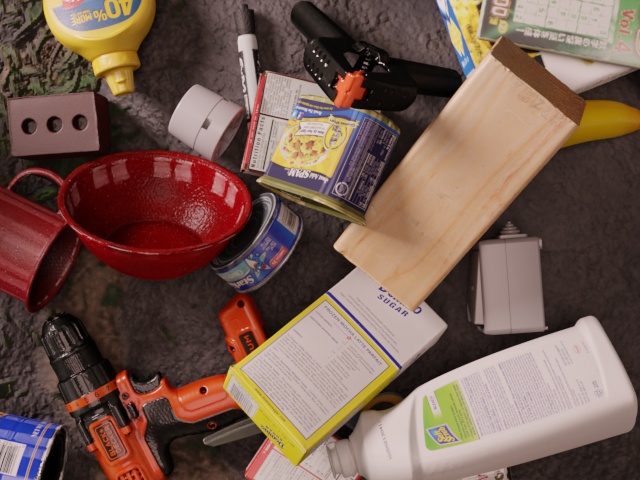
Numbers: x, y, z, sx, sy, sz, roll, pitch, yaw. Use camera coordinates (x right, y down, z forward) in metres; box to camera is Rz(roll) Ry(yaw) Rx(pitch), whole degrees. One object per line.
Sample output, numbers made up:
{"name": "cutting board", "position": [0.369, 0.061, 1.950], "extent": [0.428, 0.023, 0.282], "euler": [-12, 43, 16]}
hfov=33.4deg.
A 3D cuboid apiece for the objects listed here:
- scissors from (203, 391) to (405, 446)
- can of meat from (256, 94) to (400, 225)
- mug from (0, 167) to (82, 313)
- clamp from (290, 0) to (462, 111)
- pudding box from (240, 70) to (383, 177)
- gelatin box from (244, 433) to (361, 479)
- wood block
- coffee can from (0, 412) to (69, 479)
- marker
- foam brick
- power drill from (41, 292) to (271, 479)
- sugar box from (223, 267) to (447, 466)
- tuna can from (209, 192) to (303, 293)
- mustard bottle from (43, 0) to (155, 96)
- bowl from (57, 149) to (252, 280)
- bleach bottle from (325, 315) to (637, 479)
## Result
{"name": "scissors", "position": [0.002, 0.157, 0.916], "extent": [0.201, 0.016, 0.096], "euler": [-31, 103, -24]}
{"name": "can of meat", "position": [0.008, -0.068, 0.866], "extent": [0.057, 0.102, 0.084], "euler": [26, 86, -43]}
{"name": "mug", "position": [-0.256, -0.007, 0.917], "extent": [0.081, 0.093, 0.117], "euler": [26, 96, 5]}
{"name": "clamp", "position": [0.028, -0.147, 0.872], "extent": [0.164, 0.209, 0.036], "euler": [27, 112, 7]}
{"name": "pudding box", "position": [-0.007, -0.092, 0.933], "extent": [0.113, 0.039, 0.090], "euler": [12, 91, -11]}
{"name": "gelatin box", "position": [-0.011, 0.200, 0.946], "extent": [0.089, 0.030, 0.073], "euler": [33, 89, 0]}
{"name": "wood block", "position": [0.113, -0.054, 0.876], "extent": [0.090, 0.090, 0.206], "euler": [39, 116, 0]}
{"name": "coffee can", "position": [-0.298, 0.193, 0.910], "extent": [0.140, 0.103, 0.103], "euler": [12, 90, 0]}
{"name": "marker", "position": [-0.062, -0.151, 0.952], "extent": [0.020, 0.020, 0.121], "euler": [-7, 90, 0]}
{"name": "foam brick", "position": [-0.227, -0.099, 0.936], "extent": [0.078, 0.051, 0.053], "euler": [-5, 90, 0]}
{"name": "power drill", "position": [-0.132, 0.117, 0.934], "extent": [0.187, 0.057, 0.184], "euler": [-26, 93, 3]}
{"name": "sugar box", "position": [0.014, 0.097, 0.894], "extent": [0.176, 0.048, 0.093], "euler": [-36, 75, -31]}
{"name": "tuna can", "position": [-0.056, 0.001, 0.916], "extent": [0.033, 0.086, 0.086], "euler": [41, 90, -24]}
{"name": "mustard bottle", "position": [-0.197, -0.220, 0.933], "extent": [0.096, 0.058, 0.191], "euler": [-15, 90, -5]}
{"name": "bowl", "position": [-0.140, -0.015, 0.905], "extent": [0.162, 0.162, 0.055], "euler": [8, 124, 0]}
{"name": "bleach bottle", "position": [0.126, 0.144, 0.889], "extent": [0.250, 0.068, 0.102], "euler": [-15, 48, -3]}
